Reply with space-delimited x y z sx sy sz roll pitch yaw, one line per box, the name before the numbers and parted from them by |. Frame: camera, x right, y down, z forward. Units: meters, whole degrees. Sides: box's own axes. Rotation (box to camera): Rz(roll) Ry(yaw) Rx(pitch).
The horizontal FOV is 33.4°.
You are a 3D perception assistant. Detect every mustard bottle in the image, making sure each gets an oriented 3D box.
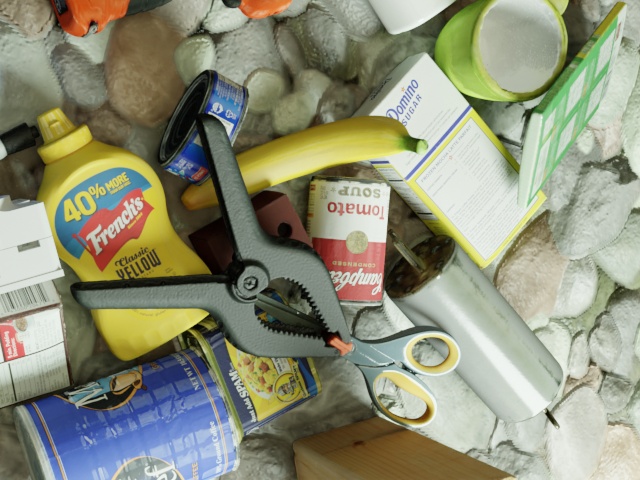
mustard bottle | -0.158 -0.012 0.806 0.096 0.058 0.191 -31 105 -14

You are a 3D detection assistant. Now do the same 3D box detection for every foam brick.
foam brick | -0.056 0.001 0.856 0.078 0.051 0.053 -33 106 -19

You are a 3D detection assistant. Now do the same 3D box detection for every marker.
marker | -0.262 -0.055 0.777 0.121 0.020 0.020 -28 104 -20

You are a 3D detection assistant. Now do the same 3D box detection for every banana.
banana | -0.014 -0.067 0.851 0.198 0.069 0.037 -15 104 7

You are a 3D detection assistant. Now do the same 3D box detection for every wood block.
wood block | 0.065 0.211 0.839 0.090 0.206 0.090 -12 98 -23

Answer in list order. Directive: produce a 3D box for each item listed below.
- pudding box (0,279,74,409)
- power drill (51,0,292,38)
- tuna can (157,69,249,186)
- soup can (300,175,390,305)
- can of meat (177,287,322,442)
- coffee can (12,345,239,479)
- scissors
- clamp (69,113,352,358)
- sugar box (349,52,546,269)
pudding box | -0.239 0.081 0.765 0.113 0.039 0.090 -15 135 -21
power drill | -0.123 -0.243 0.806 0.187 0.057 0.184 -21 99 -20
tuna can | -0.091 -0.087 0.816 0.033 0.086 0.086 26 83 -22
soup can | 0.021 0.000 0.882 0.068 0.069 0.102 4 91 -24
can of meat | -0.056 0.098 0.860 0.083 0.058 0.102 -26 104 -23
coffee can | -0.145 0.150 0.798 0.140 0.103 0.103 -18 101 -22
scissors | 0.039 0.075 0.861 0.096 0.016 0.201 -45 114 -2
clamp | -0.055 0.016 0.791 0.209 0.036 0.164 29 95 -21
sugar box | 0.108 -0.067 0.929 0.176 0.048 0.093 47 75 -16
